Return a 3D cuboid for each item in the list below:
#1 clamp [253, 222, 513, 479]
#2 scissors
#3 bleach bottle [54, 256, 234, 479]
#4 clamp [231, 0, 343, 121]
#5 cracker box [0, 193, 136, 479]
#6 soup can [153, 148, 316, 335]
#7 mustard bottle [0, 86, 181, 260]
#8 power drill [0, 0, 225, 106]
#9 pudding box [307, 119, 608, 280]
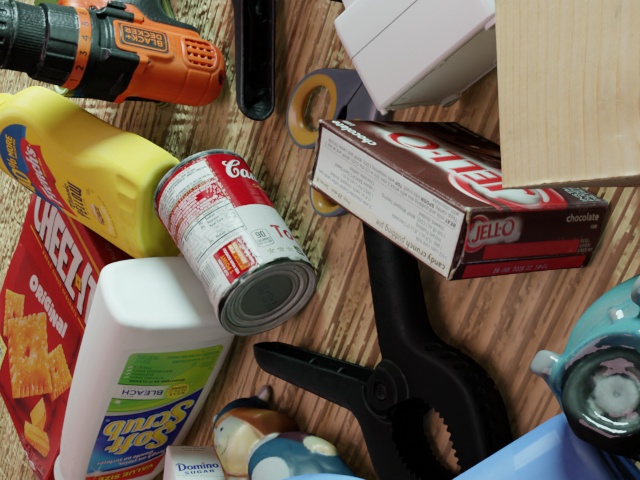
[{"bbox_3d":[0.045,0.068,0.568,0.210,0.036,0.165,49,128,37],"label":"clamp"},{"bbox_3d":[0.031,-0.105,0.596,0.096,0.016,0.202,52,130,37],"label":"scissors"},{"bbox_3d":[-0.131,0.124,0.767,0.068,0.102,0.251,62,143,41],"label":"bleach bottle"},{"bbox_3d":[-0.041,-0.163,0.668,0.120,0.039,0.171,-52,46,34],"label":"clamp"},{"bbox_3d":[-0.195,0.066,0.852,0.164,0.071,0.214,53,130,36],"label":"cracker box"},{"bbox_3d":[-0.054,0.001,0.670,0.102,0.068,0.069,56,132,34],"label":"soup can"},{"bbox_3d":[-0.177,-0.057,0.752,0.192,0.058,0.096,29,148,25],"label":"mustard bottle"},{"bbox_3d":[-0.160,-0.180,0.719,0.057,0.184,0.187,-39,52,46],"label":"power drill"},{"bbox_3d":[0.062,-0.022,0.500,0.114,0.089,0.039,34,119,47],"label":"pudding box"}]
